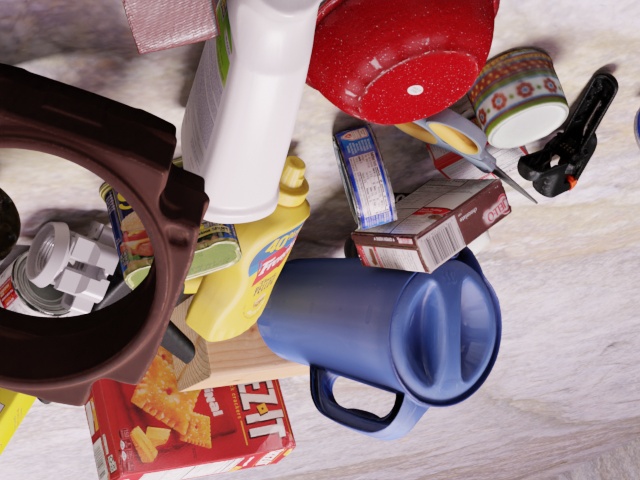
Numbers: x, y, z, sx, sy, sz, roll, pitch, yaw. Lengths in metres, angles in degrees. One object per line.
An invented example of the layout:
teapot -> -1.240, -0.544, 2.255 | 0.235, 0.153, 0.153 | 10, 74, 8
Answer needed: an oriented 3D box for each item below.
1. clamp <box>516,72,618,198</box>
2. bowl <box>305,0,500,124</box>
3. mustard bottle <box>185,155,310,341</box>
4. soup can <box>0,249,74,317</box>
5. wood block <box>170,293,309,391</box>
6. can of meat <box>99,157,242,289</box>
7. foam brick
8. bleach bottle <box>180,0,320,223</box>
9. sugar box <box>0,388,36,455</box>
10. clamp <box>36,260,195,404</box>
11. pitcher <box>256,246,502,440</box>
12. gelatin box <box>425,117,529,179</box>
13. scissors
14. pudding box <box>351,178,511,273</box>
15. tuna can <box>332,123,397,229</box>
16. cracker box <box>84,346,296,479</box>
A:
clamp -> 0.237, -0.091, 1.004 | 0.120, 0.039, 0.171 | -44, 165, 6
bowl -> 0.063, -0.132, 0.780 | 0.162, 0.055, 0.162 | -15, 157, -7
mustard bottle -> -0.056, 0.001, 0.953 | 0.096, 0.058, 0.192 | -33, 157, -49
soup can -> -0.267, 0.059, 0.953 | 0.068, 0.068, 0.102 | 5, 147, -43
wood block -> -0.051, 0.103, 1.166 | 0.205, 0.090, 0.091 | -4, 165, -31
can of meat -> -0.121, -0.013, 0.875 | 0.102, 0.084, 0.057 | -17, 157, -1
foam brick -> -0.092, -0.154, 0.618 | 0.051, 0.053, 0.078 | -16, 156, -5
bleach bottle -> -0.041, -0.111, 0.687 | 0.068, 0.102, 0.251 | -5, 155, -17
sugar box -> -0.302, 0.151, 1.020 | 0.048, 0.176, 0.093 | 29, 150, 1
clamp -> -0.184, 0.075, 0.976 | 0.164, 0.036, 0.210 | -19, 148, -25
pitcher -> 0.040, 0.085, 1.017 | 0.149, 0.145, 0.243 | -25, -164, -33
gelatin box -> 0.147, -0.082, 0.987 | 0.073, 0.030, 0.089 | -27, 156, 18
scissors -> 0.122, -0.076, 0.924 | 0.096, 0.016, 0.201 | 21, 174, 28
pudding box -> 0.097, -0.016, 0.935 | 0.113, 0.039, 0.090 | -32, -160, -31
tuna can -> 0.037, -0.053, 0.900 | 0.033, 0.086, 0.086 | -16, 157, -1
cracker box -> -0.149, 0.177, 1.182 | 0.213, 0.164, 0.072 | -3, 155, -31
